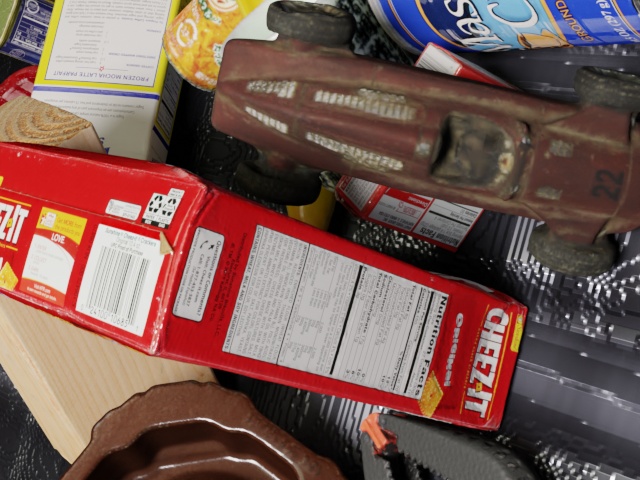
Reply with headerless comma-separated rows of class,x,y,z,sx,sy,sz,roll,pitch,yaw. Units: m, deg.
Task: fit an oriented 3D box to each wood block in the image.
wood block,-0.141,0.034,0.601,0.090,0.206,0.090,-38,36,-24

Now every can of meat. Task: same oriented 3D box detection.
can of meat,-0.233,-0.170,0.852,0.102,0.083,0.057,28,98,46

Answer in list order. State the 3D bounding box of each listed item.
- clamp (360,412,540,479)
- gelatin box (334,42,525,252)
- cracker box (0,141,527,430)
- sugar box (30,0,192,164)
clamp,0.087,0.150,0.462,0.165,0.036,0.210,-47,52,25
gelatin box,0.059,-0.043,0.524,0.089,0.073,0.030,-57,45,17
cracker box,-0.032,0.022,0.495,0.164,0.213,0.072,13,85,46
sugar box,-0.143,-0.115,0.733,0.093,0.048,0.176,6,75,12
